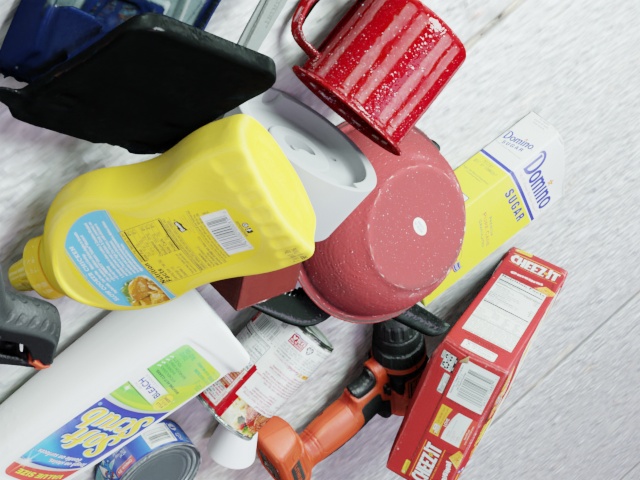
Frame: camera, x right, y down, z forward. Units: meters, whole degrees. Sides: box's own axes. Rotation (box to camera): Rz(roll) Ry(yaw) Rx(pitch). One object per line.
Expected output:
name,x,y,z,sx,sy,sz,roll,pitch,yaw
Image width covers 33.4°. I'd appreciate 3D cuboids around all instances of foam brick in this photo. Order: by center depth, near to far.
foam brick,-0.055,0.001,0.737,0.052,0.078,0.051,-19,137,-34

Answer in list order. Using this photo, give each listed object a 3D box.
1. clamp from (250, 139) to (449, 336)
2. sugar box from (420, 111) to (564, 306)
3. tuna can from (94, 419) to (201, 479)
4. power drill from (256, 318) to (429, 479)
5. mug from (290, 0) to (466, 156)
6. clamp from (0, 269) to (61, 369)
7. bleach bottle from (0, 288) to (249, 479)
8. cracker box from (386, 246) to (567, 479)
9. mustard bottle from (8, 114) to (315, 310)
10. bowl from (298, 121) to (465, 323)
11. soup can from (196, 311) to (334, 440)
clamp,0.019,0.023,0.833,0.209,0.036,0.164,-19,107,-27
sugar box,0.141,-0.028,0.948,0.176,0.048,0.093,-36,144,-11
tuna can,-0.144,0.190,0.887,0.086,0.034,0.086,-28,144,-24
power drill,0.024,0.149,1.003,0.187,0.057,0.184,-34,146,-16
mug,0.033,-0.123,0.702,0.117,0.093,0.081,39,91,-20
clamp,-0.198,0.042,0.623,0.120,0.039,0.171,-8,162,25
bleach bottle,-0.175,0.128,0.761,0.250,0.068,0.102,-38,146,-6
cracker box,0.154,0.122,1.034,0.213,0.072,0.164,-42,155,-55
mustard bottle,-0.106,-0.004,0.639,0.192,0.058,0.096,-18,131,19
bowl,0.055,-0.013,0.795,0.161,0.055,0.162,-6,100,-34
soup can,-0.047,0.102,0.866,0.102,0.069,0.068,-47,147,2
